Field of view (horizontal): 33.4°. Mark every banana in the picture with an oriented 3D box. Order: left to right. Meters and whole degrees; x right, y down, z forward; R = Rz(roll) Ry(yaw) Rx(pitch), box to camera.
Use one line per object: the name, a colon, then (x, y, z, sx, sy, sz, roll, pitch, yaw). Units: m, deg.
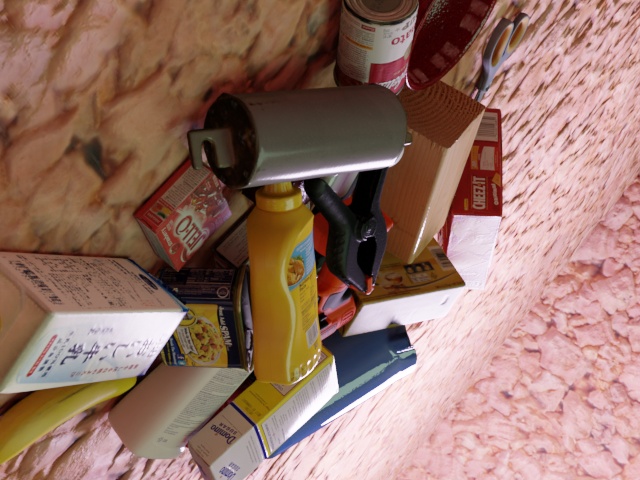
banana: (-0.228, 0.144, 0.944, 0.197, 0.037, 0.070, -29, 168, -48)

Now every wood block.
wood block: (0.109, -0.082, 1.238, 0.090, 0.091, 0.206, -47, 162, -34)

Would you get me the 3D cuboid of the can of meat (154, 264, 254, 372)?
can of meat: (-0.106, 0.071, 0.978, 0.057, 0.084, 0.102, -81, 169, -52)

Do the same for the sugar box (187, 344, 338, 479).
sugar box: (-0.059, 0.187, 1.139, 0.176, 0.048, 0.093, -38, 150, -19)

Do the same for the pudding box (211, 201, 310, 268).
pudding box: (-0.057, 0.001, 1.083, 0.113, 0.039, 0.090, -48, 161, -21)

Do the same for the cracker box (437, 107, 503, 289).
cracker box: (0.197, -0.052, 1.432, 0.214, 0.072, 0.164, 89, 5, -62)

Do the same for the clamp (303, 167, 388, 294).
clamp: (0.039, -0.027, 1.035, 0.120, 0.039, 0.171, -39, 140, -26)

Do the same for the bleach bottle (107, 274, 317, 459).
bleach bottle: (-0.097, 0.115, 1.077, 0.251, 0.068, 0.102, -45, 158, 9)

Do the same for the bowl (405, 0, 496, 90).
bowl: (0.114, -0.229, 1.045, 0.162, 0.055, 0.162, -45, 160, -22)

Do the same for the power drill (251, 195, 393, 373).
power drill: (-0.006, 0.049, 1.150, 0.184, 0.057, 0.188, -30, 153, -48)

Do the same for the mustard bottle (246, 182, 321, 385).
mustard bottle: (-0.034, 0.026, 0.960, 0.096, 0.058, 0.192, -50, 141, -62)

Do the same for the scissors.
scissors: (0.227, -0.220, 1.398, 0.096, 0.016, 0.202, -43, 159, -28)

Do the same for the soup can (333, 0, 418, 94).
soup can: (0.049, -0.182, 0.956, 0.068, 0.068, 0.102, -43, 159, -27)

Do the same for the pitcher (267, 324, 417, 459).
pitcher: (-0.009, 0.172, 1.367, 0.242, 0.145, 0.149, -30, 149, -30)

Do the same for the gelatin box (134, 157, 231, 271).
gelatin box: (-0.115, -0.021, 0.914, 0.073, 0.030, 0.089, -47, 161, -15)
